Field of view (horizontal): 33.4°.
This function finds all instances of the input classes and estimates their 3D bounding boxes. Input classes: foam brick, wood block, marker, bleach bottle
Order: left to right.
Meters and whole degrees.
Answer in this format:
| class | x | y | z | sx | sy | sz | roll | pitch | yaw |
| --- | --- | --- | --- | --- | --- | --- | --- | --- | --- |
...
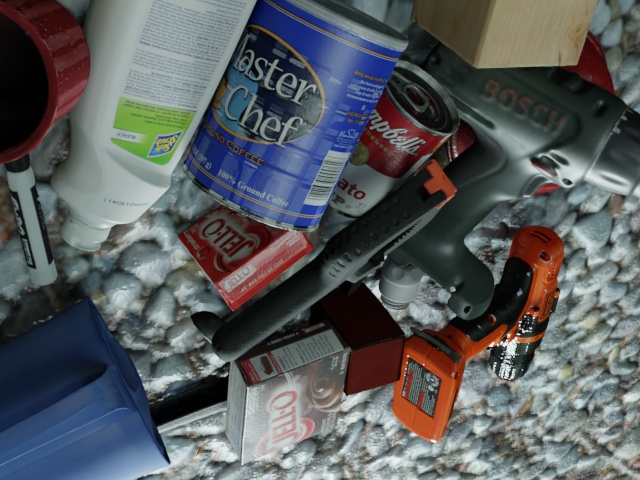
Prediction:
| class | x | y | z | sx | sy | sz | roll | pitch | yaw |
| --- | --- | --- | --- | --- | --- | --- | --- | --- | --- |
| marker | -0.195 | -0.022 | 0.712 | 0.020 | 0.020 | 0.121 | -18 | 130 | -21 |
| bleach bottle | -0.116 | -0.104 | 0.673 | 0.102 | 0.068 | 0.251 | 9 | 119 | -38 |
| foam brick | 0.029 | 0.080 | 0.887 | 0.051 | 0.078 | 0.053 | -13 | 127 | -22 |
| wood block | 0.139 | -0.226 | 0.694 | 0.090 | 0.090 | 0.206 | -7 | 126 | -29 |

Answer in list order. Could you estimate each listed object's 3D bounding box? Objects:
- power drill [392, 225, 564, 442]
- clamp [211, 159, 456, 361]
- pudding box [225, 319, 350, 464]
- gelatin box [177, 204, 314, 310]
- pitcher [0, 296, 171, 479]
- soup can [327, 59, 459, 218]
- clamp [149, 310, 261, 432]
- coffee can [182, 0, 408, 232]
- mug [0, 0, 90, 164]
| class | x | y | z | sx | sy | sz | roll | pitch | yaw |
| --- | --- | --- | --- | --- | --- | --- | --- | --- | --- |
| power drill | 0.142 | 0.095 | 0.950 | 0.187 | 0.057 | 0.184 | -37 | 144 | -36 |
| clamp | 0.028 | 0.009 | 0.782 | 0.210 | 0.036 | 0.164 | -41 | 171 | 35 |
| pudding box | -0.028 | 0.122 | 0.851 | 0.089 | 0.039 | 0.113 | -19 | 140 | -23 |
| gelatin box | -0.055 | 0.001 | 0.767 | 0.073 | 0.089 | 0.030 | -36 | 123 | -5 |
| pitcher | -0.235 | 0.147 | 0.730 | 0.242 | 0.145 | 0.149 | -26 | 135 | -9 |
| soup can | 0.042 | -0.071 | 0.770 | 0.068 | 0.068 | 0.102 | 11 | 138 | -37 |
| clamp | -0.068 | 0.120 | 0.884 | 0.171 | 0.039 | 0.120 | 21 | 119 | -41 |
| coffee can | -0.018 | -0.091 | 0.709 | 0.102 | 0.103 | 0.140 | 13 | 111 | -38 |
| mug | -0.187 | -0.107 | 0.601 | 0.093 | 0.081 | 0.117 | -35 | 102 | 17 |
